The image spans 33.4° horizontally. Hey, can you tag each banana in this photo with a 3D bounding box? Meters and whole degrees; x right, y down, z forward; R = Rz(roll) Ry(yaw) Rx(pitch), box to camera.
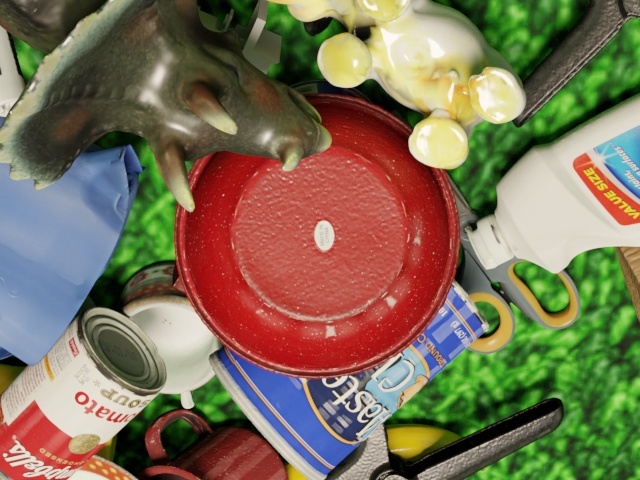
[{"bbox_3d":[0.023,0.172,0.784,0.198,0.037,0.069,-16,119,7],"label":"banana"}]

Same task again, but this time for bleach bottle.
[{"bbox_3d":[0.211,-0.041,0.638,0.251,0.068,0.102,-26,95,13],"label":"bleach bottle"}]

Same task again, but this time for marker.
[{"bbox_3d":[-0.176,-0.123,0.564,0.020,0.121,0.020,-17,163,-5],"label":"marker"}]

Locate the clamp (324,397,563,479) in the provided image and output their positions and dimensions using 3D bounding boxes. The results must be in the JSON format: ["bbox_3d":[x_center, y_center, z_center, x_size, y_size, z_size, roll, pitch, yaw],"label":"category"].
[{"bbox_3d":[0.062,0.163,0.736,0.164,0.036,0.210,20,100,0],"label":"clamp"}]

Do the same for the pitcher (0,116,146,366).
[{"bbox_3d":[-0.235,-0.034,0.600,0.242,0.145,0.149,31,79,-15],"label":"pitcher"}]

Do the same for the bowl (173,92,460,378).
[{"bbox_3d":[-0.001,-0.003,0.574,0.162,0.055,0.162,0,89,-1],"label":"bowl"}]

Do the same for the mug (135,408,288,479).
[{"bbox_3d":[-0.081,0.171,0.744,0.093,0.081,0.117,-32,89,34],"label":"mug"}]

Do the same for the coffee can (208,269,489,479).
[{"bbox_3d":[0.017,0.063,0.653,0.140,0.103,0.102,-42,116,-1],"label":"coffee can"}]

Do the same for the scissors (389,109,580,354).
[{"bbox_3d":[0.087,0.007,0.699,0.201,0.016,0.096,37,113,-21],"label":"scissors"}]

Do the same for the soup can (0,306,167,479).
[{"bbox_3d":[-0.150,0.097,0.648,0.068,0.068,0.102,39,109,-23],"label":"soup can"}]
